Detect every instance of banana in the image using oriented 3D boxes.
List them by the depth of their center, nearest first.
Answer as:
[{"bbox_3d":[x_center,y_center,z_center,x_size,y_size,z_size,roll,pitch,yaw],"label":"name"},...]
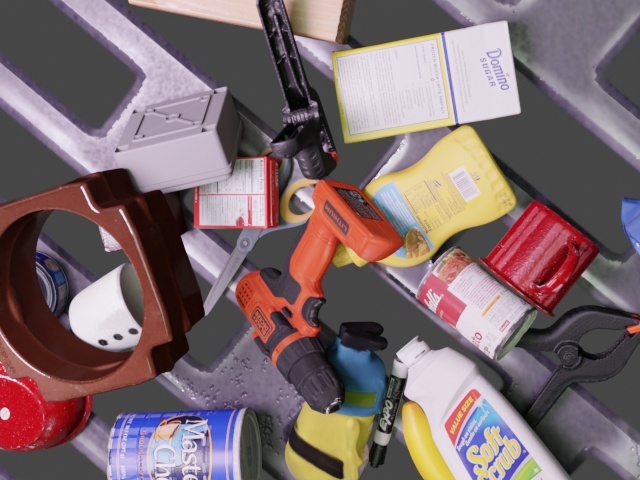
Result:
[{"bbox_3d":[0.153,0.251,1.120,0.198,0.037,0.069,36,80,0],"label":"banana"}]

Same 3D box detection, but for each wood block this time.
[{"bbox_3d":[-0.070,-0.255,1.045,0.206,0.090,0.091,12,100,7],"label":"wood block"}]

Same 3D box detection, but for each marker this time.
[{"bbox_3d":[0.072,0.184,1.128,0.020,0.020,0.121,15,101,6],"label":"marker"}]

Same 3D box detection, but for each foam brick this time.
[{"bbox_3d":[-0.187,-0.022,1.119,0.078,0.051,0.053,-12,97,10],"label":"foam brick"}]

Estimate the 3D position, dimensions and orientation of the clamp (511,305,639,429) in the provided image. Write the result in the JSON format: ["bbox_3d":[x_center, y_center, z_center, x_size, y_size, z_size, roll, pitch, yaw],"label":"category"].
[{"bbox_3d":[0.241,0.107,1.080,0.172,0.039,0.120,-34,97,15],"label":"clamp"}]

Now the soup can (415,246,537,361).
[{"bbox_3d":[0.155,0.062,1.056,0.102,0.068,0.068,39,103,20],"label":"soup can"}]

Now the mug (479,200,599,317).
[{"bbox_3d":[0.218,0.018,1.033,0.093,0.117,0.081,36,97,-10],"label":"mug"}]

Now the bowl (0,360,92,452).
[{"bbox_3d":[-0.332,0.171,1.152,0.162,0.055,0.162,3,114,8],"label":"bowl"}]

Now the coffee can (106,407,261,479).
[{"bbox_3d":[-0.141,0.230,1.126,0.140,0.102,0.103,-4,98,9],"label":"coffee can"}]

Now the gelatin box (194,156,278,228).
[{"bbox_3d":[-0.086,-0.049,1.097,0.089,0.030,0.073,1,93,25],"label":"gelatin box"}]

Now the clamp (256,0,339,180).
[{"bbox_3d":[-0.019,-0.127,1.012,0.036,0.210,0.164,-10,74,11],"label":"clamp"}]

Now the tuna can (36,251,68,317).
[{"bbox_3d":[-0.320,0.055,1.161,0.086,0.033,0.086,1,99,9],"label":"tuna can"}]

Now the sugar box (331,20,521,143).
[{"bbox_3d":[0.104,-0.156,1.057,0.176,0.048,0.093,-9,97,6],"label":"sugar box"}]

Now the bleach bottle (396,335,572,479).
[{"bbox_3d":[0.161,0.207,1.075,0.102,0.068,0.251,-40,83,6],"label":"bleach bottle"}]

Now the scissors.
[{"bbox_3d":[-0.057,0.001,1.119,0.096,0.016,0.202,19,101,11],"label":"scissors"}]

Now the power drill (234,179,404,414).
[{"bbox_3d":[0.002,0.050,1.042,0.185,0.057,0.188,51,119,35],"label":"power drill"}]

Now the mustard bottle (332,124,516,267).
[{"bbox_3d":[0.093,-0.028,1.071,0.192,0.058,0.096,-32,95,12],"label":"mustard bottle"}]
